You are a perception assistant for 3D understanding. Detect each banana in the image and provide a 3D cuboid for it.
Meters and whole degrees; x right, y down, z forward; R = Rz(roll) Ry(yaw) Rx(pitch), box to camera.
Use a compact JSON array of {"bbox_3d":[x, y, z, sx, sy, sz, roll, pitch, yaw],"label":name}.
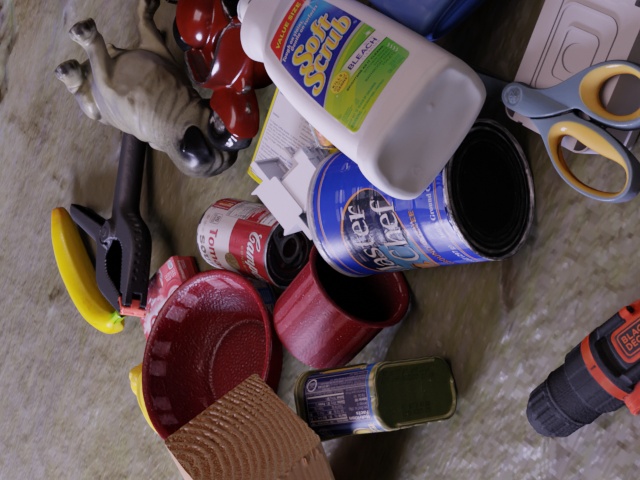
[{"bbox_3d":[-0.261,0.044,1.203,0.198,0.037,0.070,49,128,36],"label":"banana"}]

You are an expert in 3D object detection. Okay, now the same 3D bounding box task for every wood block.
[{"bbox_3d":[-0.039,0.216,0.861,0.090,0.090,0.206,39,157,38],"label":"wood block"}]

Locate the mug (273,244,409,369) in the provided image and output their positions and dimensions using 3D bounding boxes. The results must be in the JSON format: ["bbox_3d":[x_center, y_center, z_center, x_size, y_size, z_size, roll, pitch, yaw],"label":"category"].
[{"bbox_3d":[0.013,0.045,0.888,0.082,0.093,0.117,-51,26,41],"label":"mug"}]

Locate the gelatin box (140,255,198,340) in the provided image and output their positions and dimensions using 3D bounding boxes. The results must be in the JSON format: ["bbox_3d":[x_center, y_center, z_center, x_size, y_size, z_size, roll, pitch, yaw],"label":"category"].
[{"bbox_3d":[-0.152,0.067,1.095,0.089,0.030,0.073,-39,64,41],"label":"gelatin box"}]

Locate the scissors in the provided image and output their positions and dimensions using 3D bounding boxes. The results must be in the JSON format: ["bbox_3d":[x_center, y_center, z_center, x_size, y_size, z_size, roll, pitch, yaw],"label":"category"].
[{"bbox_3d":[0.146,-0.106,0.701,0.202,0.016,0.096,51,124,32],"label":"scissors"}]

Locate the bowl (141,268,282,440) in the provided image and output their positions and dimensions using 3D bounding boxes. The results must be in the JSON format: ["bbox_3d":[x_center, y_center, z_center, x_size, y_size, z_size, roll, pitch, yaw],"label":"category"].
[{"bbox_3d":[-0.085,0.109,0.943,0.162,0.055,0.162,-15,66,38],"label":"bowl"}]

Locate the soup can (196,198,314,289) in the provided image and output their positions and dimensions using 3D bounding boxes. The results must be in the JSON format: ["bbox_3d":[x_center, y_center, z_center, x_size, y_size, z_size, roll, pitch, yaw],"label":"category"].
[{"bbox_3d":[-0.056,0.001,0.965,0.102,0.068,0.068,14,102,45],"label":"soup can"}]

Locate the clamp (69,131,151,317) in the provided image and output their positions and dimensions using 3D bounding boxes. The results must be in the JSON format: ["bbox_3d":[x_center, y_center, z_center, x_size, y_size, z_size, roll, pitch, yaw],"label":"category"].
[{"bbox_3d":[-0.220,-0.005,1.141,0.165,0.036,0.210,-42,50,42],"label":"clamp"}]

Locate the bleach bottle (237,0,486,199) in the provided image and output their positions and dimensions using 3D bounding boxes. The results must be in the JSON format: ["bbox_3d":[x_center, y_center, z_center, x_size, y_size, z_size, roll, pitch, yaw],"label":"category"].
[{"bbox_3d":[0.006,-0.128,0.781,0.102,0.068,0.251,-54,44,4],"label":"bleach bottle"}]

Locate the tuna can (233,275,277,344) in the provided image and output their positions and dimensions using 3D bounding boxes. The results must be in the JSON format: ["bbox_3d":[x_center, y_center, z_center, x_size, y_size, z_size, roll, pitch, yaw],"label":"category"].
[{"bbox_3d":[-0.080,0.070,1.016,0.086,0.033,0.086,2,93,46],"label":"tuna can"}]

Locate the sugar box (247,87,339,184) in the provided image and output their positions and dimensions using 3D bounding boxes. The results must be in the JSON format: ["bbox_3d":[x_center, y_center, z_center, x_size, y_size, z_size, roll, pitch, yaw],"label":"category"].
[{"bbox_3d":[0.004,-0.113,0.913,0.093,0.048,0.176,38,115,34],"label":"sugar box"}]

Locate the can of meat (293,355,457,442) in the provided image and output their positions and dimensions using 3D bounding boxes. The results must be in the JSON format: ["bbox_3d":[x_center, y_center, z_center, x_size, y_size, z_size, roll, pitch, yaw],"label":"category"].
[{"bbox_3d":[0.045,0.123,0.840,0.084,0.101,0.057,-16,79,44],"label":"can of meat"}]

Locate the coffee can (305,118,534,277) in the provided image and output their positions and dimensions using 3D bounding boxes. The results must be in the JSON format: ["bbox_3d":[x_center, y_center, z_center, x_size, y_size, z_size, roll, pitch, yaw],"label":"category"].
[{"bbox_3d":[0.073,-0.029,0.802,0.141,0.102,0.103,-9,85,46],"label":"coffee can"}]

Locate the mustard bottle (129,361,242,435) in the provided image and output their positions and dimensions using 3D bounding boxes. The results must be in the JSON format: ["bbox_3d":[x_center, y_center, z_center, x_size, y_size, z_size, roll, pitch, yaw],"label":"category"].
[{"bbox_3d":[-0.129,0.155,1.054,0.192,0.058,0.096,12,99,45],"label":"mustard bottle"}]
